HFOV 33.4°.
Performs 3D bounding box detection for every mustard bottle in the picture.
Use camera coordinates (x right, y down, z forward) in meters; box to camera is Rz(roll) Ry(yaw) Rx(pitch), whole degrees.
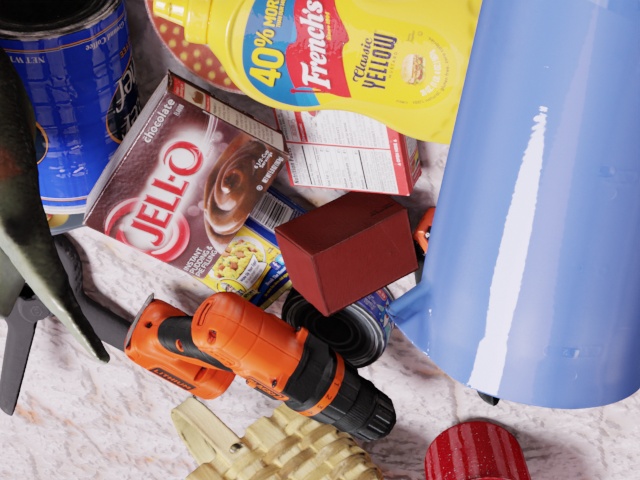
[{"bbox_3d":[0.001,-0.118,0.607,0.191,0.058,0.096,12,124,-2],"label":"mustard bottle"}]

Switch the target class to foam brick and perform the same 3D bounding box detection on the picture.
[{"bbox_3d":[0.018,0.006,0.719,0.053,0.078,0.051,39,149,52],"label":"foam brick"}]

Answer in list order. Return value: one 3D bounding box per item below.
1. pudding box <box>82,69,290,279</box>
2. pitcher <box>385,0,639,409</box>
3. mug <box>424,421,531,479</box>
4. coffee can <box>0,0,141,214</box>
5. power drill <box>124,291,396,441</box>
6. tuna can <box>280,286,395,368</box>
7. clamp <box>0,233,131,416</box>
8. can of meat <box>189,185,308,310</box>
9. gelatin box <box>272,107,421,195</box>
[{"bbox_3d":[-0.087,-0.040,0.685,0.090,0.039,0.114,26,114,-23],"label":"pudding box"},{"bbox_3d":[0.138,-0.046,0.555,0.145,0.149,0.243,21,116,30],"label":"pitcher"},{"bbox_3d":[0.117,0.205,0.846,0.117,0.081,0.093,-40,111,18],"label":"mug"},{"bbox_3d":[-0.171,-0.102,0.703,0.103,0.102,0.140,13,135,14],"label":"coffee can"},{"bbox_3d":[-0.053,0.095,0.820,0.184,0.057,0.188,37,157,-29],"label":"power drill"},{"bbox_3d":[0.014,0.059,0.816,0.086,0.033,0.086,14,135,14],"label":"tuna can"},{"bbox_3d":[-0.226,0.052,0.909,0.164,0.036,0.210,-11,119,4],"label":"clamp"},{"bbox_3d":[-0.055,0.001,0.778,0.084,0.057,0.102,35,137,-12],"label":"can of meat"},{"bbox_3d":[0.017,-0.069,0.696,0.089,0.030,0.073,7,134,24],"label":"gelatin box"}]
